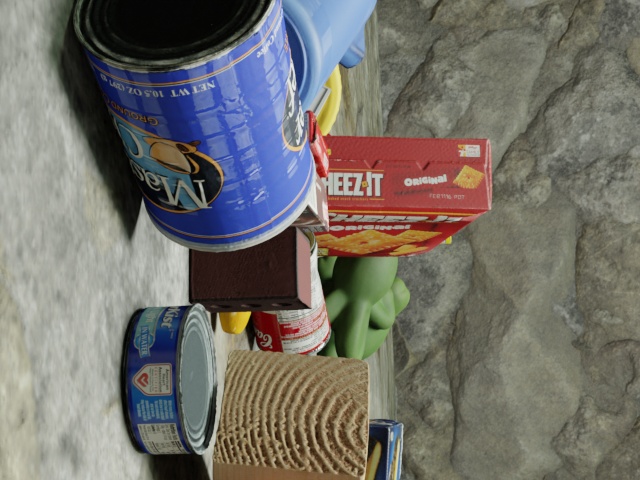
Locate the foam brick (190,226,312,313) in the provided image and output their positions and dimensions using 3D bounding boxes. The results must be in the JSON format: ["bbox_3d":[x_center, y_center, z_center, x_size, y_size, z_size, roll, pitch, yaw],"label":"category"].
[{"bbox_3d":[-0.049,0.021,0.749,0.053,0.078,0.051,47,41,-75],"label":"foam brick"}]

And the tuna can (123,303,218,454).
[{"bbox_3d":[-0.085,0.080,0.612,0.086,0.034,0.086,-3,90,-83],"label":"tuna can"}]

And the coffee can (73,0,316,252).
[{"bbox_3d":[-0.062,-0.076,0.575,0.140,0.103,0.103,78,12,-51],"label":"coffee can"}]

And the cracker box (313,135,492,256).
[{"bbox_3d":[0.047,-0.035,0.982,0.214,0.164,0.072,131,-41,-76],"label":"cracker box"}]

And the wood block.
[{"bbox_3d":[-0.021,0.175,0.708,0.090,0.091,0.206,-85,179,-47],"label":"wood block"}]

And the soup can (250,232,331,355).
[{"bbox_3d":[-0.030,0.044,0.921,0.068,0.068,0.102,-83,167,-54],"label":"soup can"}]
